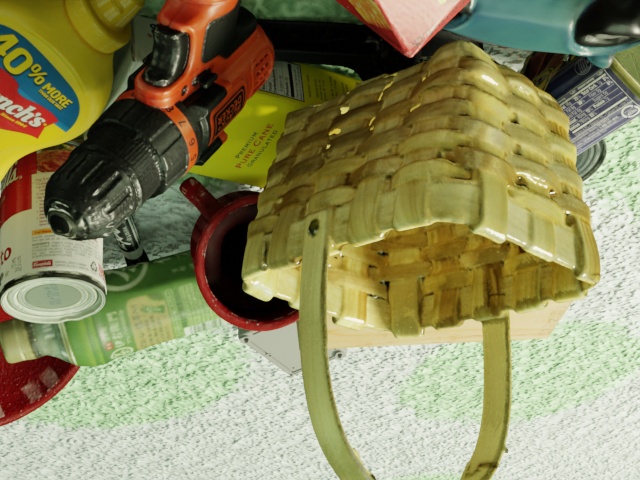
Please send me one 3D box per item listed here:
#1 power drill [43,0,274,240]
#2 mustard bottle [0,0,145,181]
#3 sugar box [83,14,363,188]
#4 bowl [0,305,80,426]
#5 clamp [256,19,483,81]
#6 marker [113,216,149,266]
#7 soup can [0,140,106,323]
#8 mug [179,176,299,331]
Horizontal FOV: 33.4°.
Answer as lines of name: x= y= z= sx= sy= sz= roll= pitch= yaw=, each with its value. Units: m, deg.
power drill: x=-0.073 y=-0.109 z=0.513 sx=0.057 sy=0.184 sz=0.188 roll=24 pitch=135 yaw=11
mustard bottle: x=-0.178 y=-0.093 z=0.612 sx=0.192 sy=0.058 sz=0.096 roll=-29 pitch=119 yaw=22
sugar box: x=-0.054 y=-0.079 z=0.685 sx=0.176 sy=0.048 sz=0.093 roll=9 pitch=145 yaw=-27
bowl: x=-0.270 y=0.082 z=0.857 sx=0.162 sy=0.055 sz=0.162 roll=-24 pitch=142 yaw=-21
clamp: x=0.032 y=-0.119 z=0.649 sx=0.120 sy=0.039 sz=0.171 roll=-19 pitch=146 yaw=38
marker: x=-0.148 y=-0.008 z=0.805 sx=0.020 sy=0.020 sz=0.121 roll=-8 pitch=149 yaw=-1
soup can: x=-0.173 y=-0.005 z=0.692 sx=0.068 sy=0.102 sz=0.068 roll=-6 pitch=151 yaw=-4
mug: x=-0.055 y=0.001 z=0.742 sx=0.117 sy=0.081 sz=0.093 roll=44 pitch=87 yaw=-16
